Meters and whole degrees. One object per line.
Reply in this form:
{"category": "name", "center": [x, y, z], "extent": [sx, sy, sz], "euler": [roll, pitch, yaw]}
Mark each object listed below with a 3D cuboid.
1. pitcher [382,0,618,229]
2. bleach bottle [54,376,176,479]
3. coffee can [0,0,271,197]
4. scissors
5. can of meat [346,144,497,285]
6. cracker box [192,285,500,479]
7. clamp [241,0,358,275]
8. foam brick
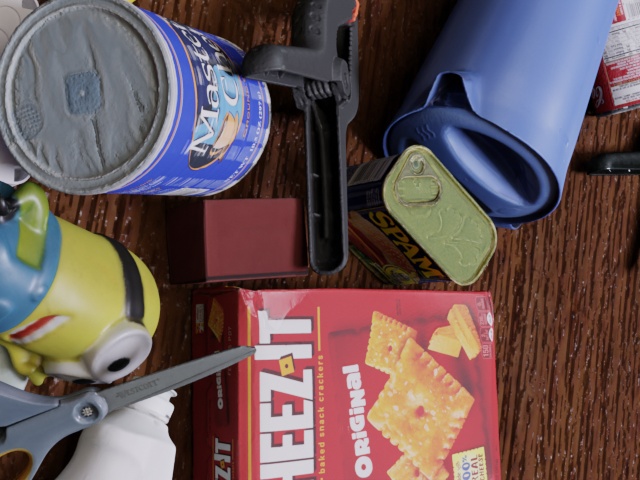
{"category": "pitcher", "center": [0.153, -0.136, 0.813], "extent": [0.145, 0.149, 0.242], "euler": [30, 65, -9]}
{"category": "bleach bottle", "center": [-0.145, 0.193, 0.594], "extent": [0.250, 0.068, 0.102], "euler": [-69, 154, -20]}
{"category": "coffee can", "center": [-0.099, -0.076, 0.601], "extent": [0.140, 0.103, 0.103], "euler": [-5, 88, -72]}
{"category": "scissors", "center": [-0.143, 0.080, 0.573], "extent": [0.202, 0.016, 0.096], "euler": [-34, 113, 9]}
{"category": "can of meat", "center": [0.059, -0.014, 0.753], "extent": [0.102, 0.084, 0.057], "euler": [45, 63, -22]}
{"category": "cracker box", "center": [0.023, 0.114, 0.723], "extent": [0.213, 0.072, 0.164], "euler": [3, 83, -33]}
{"category": "clamp", "center": [-0.003, -0.105, 0.690], "extent": [0.164, 0.036, 0.210], "euler": [69, 22, -45]}
{"category": "foam brick", "center": [-0.055, 0.001, 0.694], "extent": [0.078, 0.053, 0.051], "euler": [-3, 87, -36]}
